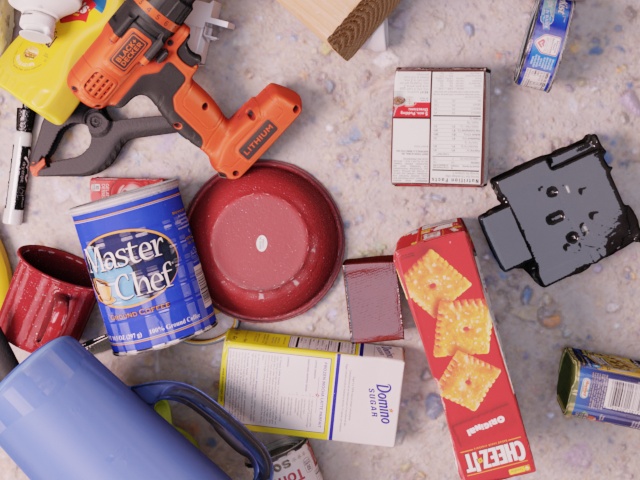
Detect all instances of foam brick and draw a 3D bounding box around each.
[{"bbox_3d":[0.051,0.055,1.026,0.051,0.053,0.078,-6,96,5],"label":"foam brick"}]

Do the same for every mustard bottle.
[{"bbox_3d":[-0.225,-0.208,1.007,0.096,0.058,0.191,32,86,36],"label":"mustard bottle"}]

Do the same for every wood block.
[{"bbox_3d":[-0.029,-0.267,0.962,0.206,0.090,0.091,43,97,12],"label":"wood block"}]

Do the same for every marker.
[{"bbox_3d":[-0.298,-0.076,1.057,0.020,0.020,0.121,10,96,3],"label":"marker"}]

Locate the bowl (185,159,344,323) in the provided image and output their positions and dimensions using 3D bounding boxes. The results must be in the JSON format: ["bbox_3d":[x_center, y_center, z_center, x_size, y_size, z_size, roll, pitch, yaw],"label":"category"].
[{"bbox_3d":[-0.057,0.001,1.020,0.162,0.055,0.162,0,91,1],"label":"bowl"}]

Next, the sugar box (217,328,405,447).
[{"bbox_3d":[-0.010,0.143,1.038,0.176,0.048,0.093,6,106,0],"label":"sugar box"}]

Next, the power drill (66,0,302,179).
[{"bbox_3d":[-0.108,-0.158,0.973,0.187,0.057,0.184,38,106,-27],"label":"power drill"}]

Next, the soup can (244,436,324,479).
[{"bbox_3d":[-0.026,0.250,1.044,0.068,0.068,0.102,-21,93,6],"label":"soup can"}]

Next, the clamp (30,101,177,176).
[{"bbox_3d":[-0.215,-0.127,1.037,0.171,0.039,0.120,-29,86,0],"label":"clamp"}]

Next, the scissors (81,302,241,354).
[{"bbox_3d":[-0.180,0.071,1.064,0.202,0.016,0.096,-4,94,4],"label":"scissors"}]

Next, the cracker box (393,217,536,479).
[{"bbox_3d":[0.127,0.093,0.968,0.072,0.164,0.214,-16,94,7],"label":"cracker box"}]

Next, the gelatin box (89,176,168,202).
[{"bbox_3d":[-0.187,-0.017,1.048,0.073,0.030,0.089,1,96,3],"label":"gelatin box"}]

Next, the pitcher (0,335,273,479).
[{"bbox_3d":[-0.168,0.194,0.931,0.243,0.149,0.145,44,111,4],"label":"pitcher"}]

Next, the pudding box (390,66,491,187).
[{"bbox_3d":[0.113,-0.107,1.006,0.090,0.039,0.113,3,98,14],"label":"pudding box"}]

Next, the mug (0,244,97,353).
[{"bbox_3d":[-0.259,0.065,1.023,0.093,0.117,0.081,19,103,-26],"label":"mug"}]

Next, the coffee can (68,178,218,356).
[{"bbox_3d":[-0.162,0.024,0.985,0.103,0.103,0.140,-15,97,6],"label":"coffee can"}]

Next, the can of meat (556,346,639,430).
[{"bbox_3d":[0.269,0.137,0.993,0.084,0.102,0.057,11,96,5],"label":"can of meat"}]

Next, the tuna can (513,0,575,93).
[{"bbox_3d":[0.204,-0.180,0.975,0.034,0.086,0.086,15,96,5],"label":"tuna can"}]
